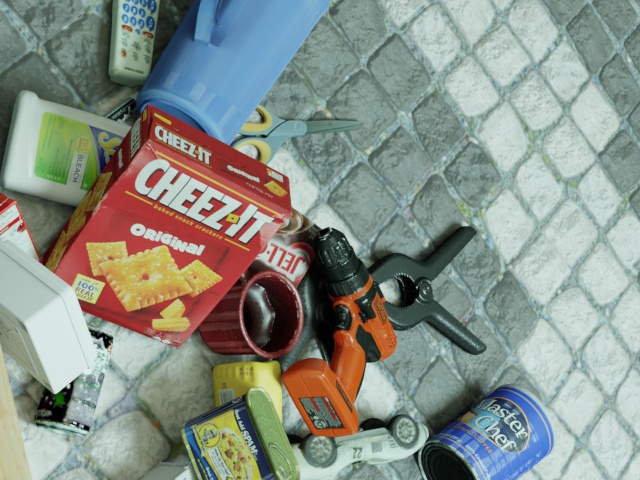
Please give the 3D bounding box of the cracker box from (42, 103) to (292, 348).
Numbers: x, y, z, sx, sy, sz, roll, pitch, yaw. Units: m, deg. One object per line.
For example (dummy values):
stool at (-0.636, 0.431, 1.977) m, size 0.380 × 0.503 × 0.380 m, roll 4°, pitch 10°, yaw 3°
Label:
cracker box at (-0.154, -0.004, 1.049) m, size 0.164 × 0.214 × 0.072 m, roll 26°, pitch 31°, yaw -26°

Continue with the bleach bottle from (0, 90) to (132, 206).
bleach bottle at (-0.192, -0.075, 1.093) m, size 0.250 × 0.068 × 0.102 m, roll 12°, pitch 86°, yaw -20°

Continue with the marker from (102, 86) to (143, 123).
marker at (-0.214, -0.137, 1.146) m, size 0.121 × 0.020 × 0.020 m, roll -44°, pitch 105°, yaw -31°

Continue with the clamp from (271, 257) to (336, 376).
clamp at (0.004, 0.095, 1.232) m, size 0.120 × 0.039 × 0.171 m, roll 34°, pitch 62°, yaw -42°

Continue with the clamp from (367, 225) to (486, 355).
clamp at (0.123, 0.053, 1.316) m, size 0.209 × 0.036 × 0.164 m, roll 9°, pitch 76°, yaw -33°

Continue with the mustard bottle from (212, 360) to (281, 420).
mustard bottle at (-0.073, 0.224, 1.123) m, size 0.058 × 0.096 × 0.191 m, roll 2°, pitch 80°, yaw -35°

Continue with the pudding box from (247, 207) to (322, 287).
pudding box at (-0.058, 0.001, 1.186) m, size 0.113 × 0.039 × 0.090 m, roll 35°, pitch 80°, yaw -33°

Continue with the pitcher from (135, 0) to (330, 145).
pitcher at (-0.099, -0.215, 1.154) m, size 0.149 × 0.145 × 0.242 m, roll 42°, pitch 61°, yaw -25°

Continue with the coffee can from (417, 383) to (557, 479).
coffee can at (0.203, 0.252, 1.291) m, size 0.140 × 0.103 × 0.103 m, roll -29°, pitch 97°, yaw -33°

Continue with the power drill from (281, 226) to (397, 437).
power drill at (0.020, 0.103, 1.157) m, size 0.184 × 0.057 × 0.187 m, roll 62°, pitch 35°, yaw -30°

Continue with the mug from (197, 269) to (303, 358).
mug at (-0.084, 0.071, 1.143) m, size 0.093 × 0.082 × 0.117 m, roll -41°, pitch 113°, yaw -41°

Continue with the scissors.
scissors at (-0.035, -0.115, 1.258) m, size 0.201 × 0.016 × 0.096 m, roll 11°, pitch 77°, yaw -30°

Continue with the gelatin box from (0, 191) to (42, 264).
gelatin box at (-0.314, 0.009, 1.023) m, size 0.073 × 0.030 × 0.089 m, roll -44°, pitch 143°, yaw -31°

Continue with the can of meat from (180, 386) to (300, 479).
can of meat at (-0.080, 0.208, 1.054) m, size 0.102 × 0.084 × 0.057 m, roll 67°, pitch 15°, yaw 12°
